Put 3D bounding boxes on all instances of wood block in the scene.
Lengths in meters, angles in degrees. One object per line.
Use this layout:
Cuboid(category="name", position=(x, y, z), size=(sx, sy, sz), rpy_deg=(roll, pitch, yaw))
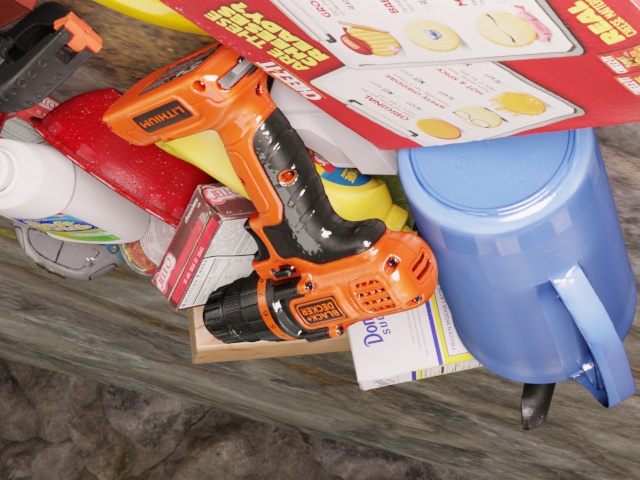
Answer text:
Cuboid(category="wood block", position=(-0.011, 0.050, 0.929), size=(0.206, 0.091, 0.090), rpy_deg=(-4, 167, -10))

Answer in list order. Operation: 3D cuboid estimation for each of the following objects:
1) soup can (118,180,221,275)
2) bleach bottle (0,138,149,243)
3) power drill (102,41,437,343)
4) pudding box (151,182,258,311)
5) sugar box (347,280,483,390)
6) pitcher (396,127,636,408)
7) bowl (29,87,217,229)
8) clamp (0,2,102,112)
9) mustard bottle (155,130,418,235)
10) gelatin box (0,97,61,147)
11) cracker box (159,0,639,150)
Cuboid(category="soup can", position=(-0.124, -0.012, 0.965), size=(0.102, 0.068, 0.068), rpy_deg=(-15, 148, 33))
Cuboid(category="bleach bottle", position=(-0.214, -0.039, 0.828), size=(0.102, 0.068, 0.250), rpy_deg=(4, 176, 9))
Cuboid(category="power drill", position=(-0.043, -0.019, 0.634), size=(0.185, 0.057, 0.187), rpy_deg=(-17, 117, 41))
Cuboid(category="pudding box", position=(-0.055, 0.001, 0.766), size=(0.113, 0.090, 0.039), rpy_deg=(-6, -132, -44))
Cuboid(category="sugar box", position=(0.107, 0.051, 0.817), size=(0.176, 0.093, 0.048), rpy_deg=(-12, 161, 5))
Cuboid(category="pitcher", position=(0.132, 0.002, 0.669), size=(0.149, 0.145, 0.242), rpy_deg=(11, 160, 23))
Cuboid(category="bowl", position=(-0.133, -0.066, 0.796), size=(0.162, 0.055, 0.162), rpy_deg=(35, -178, -2))
Cuboid(category="clamp", position=(-0.208, -0.120, 0.714), size=(0.172, 0.120, 0.039), rpy_deg=(-20, 143, 31))
Cuboid(category="mustard bottle", position=(-0.015, -0.041, 0.710), size=(0.191, 0.058, 0.096), rpy_deg=(32, -168, -1))
Cuboid(category="gelatin box", position=(-0.235, -0.096, 0.906), size=(0.073, 0.030, 0.089), rpy_deg=(28, 161, -30))
Cuboid(category="cracker box", position=(0.055, -0.113, 0.475), size=(0.164, 0.072, 0.214), rpy_deg=(30, 161, -36))
